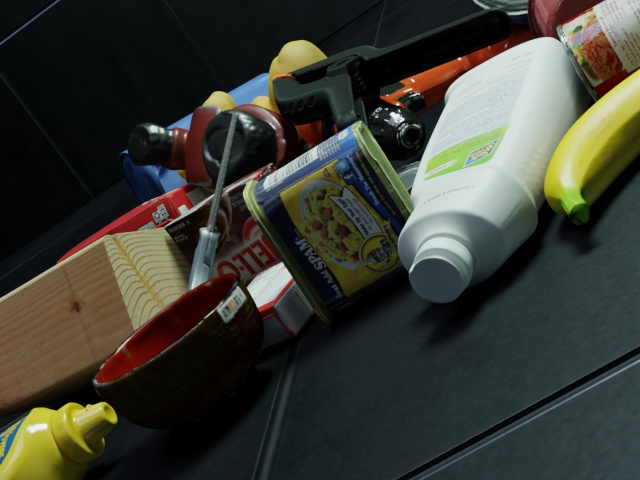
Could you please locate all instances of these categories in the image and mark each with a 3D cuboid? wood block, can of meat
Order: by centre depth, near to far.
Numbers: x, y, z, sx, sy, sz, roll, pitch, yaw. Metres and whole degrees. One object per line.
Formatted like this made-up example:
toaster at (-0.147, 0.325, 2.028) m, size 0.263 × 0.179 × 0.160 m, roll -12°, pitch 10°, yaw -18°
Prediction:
can of meat at (0.014, -0.013, 0.673) m, size 0.084 × 0.102 × 0.057 m, roll -31°, pitch 13°, yaw 12°
wood block at (-0.199, 0.071, 0.887) m, size 0.206 × 0.091 × 0.090 m, roll -26°, pitch -10°, yaw 35°

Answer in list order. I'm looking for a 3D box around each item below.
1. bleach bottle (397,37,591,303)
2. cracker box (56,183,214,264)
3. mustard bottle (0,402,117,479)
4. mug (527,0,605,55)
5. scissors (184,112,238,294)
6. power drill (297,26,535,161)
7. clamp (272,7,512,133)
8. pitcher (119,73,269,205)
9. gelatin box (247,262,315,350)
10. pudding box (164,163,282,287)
bleach bottle at (0.097, -0.040, 0.649) m, size 0.103 × 0.068 × 0.250 m, roll -27°, pitch 17°, yaw 35°
cracker box at (-0.152, -0.017, 1.136) m, size 0.164 × 0.072 × 0.213 m, roll -28°, pitch 6°, yaw 29°
mustard bottle at (-0.217, 0.164, 0.720) m, size 0.192 × 0.058 × 0.096 m, roll -32°, pitch 14°, yaw 12°
mug at (0.195, -0.153, 0.776) m, size 0.081 × 0.093 × 0.117 m, roll -78°, pitch 13°, yaw -66°
scissors at (-0.087, 0.014, 0.788) m, size 0.096 × 0.016 × 0.201 m, roll 130°, pitch 151°, yaw -69°
power drill at (0.089, -0.120, 0.881) m, size 0.187 × 0.057 × 0.185 m, roll -25°, pitch 20°, yaw -18°
clamp at (0.021, -0.114, 0.799) m, size 0.164 × 0.036 × 0.210 m, roll -41°, pitch 24°, yaw -32°
pitcher at (-0.138, -0.116, 1.436) m, size 0.242 × 0.145 × 0.149 m, roll -36°, pitch 24°, yaw -22°
gelatin box at (-0.030, 0.044, 0.742) m, size 0.073 × 0.030 × 0.089 m, roll -27°, pitch 14°, yaw 38°
pudding box at (-0.056, 0.001, 0.830) m, size 0.114 × 0.090 × 0.039 m, roll -23°, pitch 15°, yaw 45°
